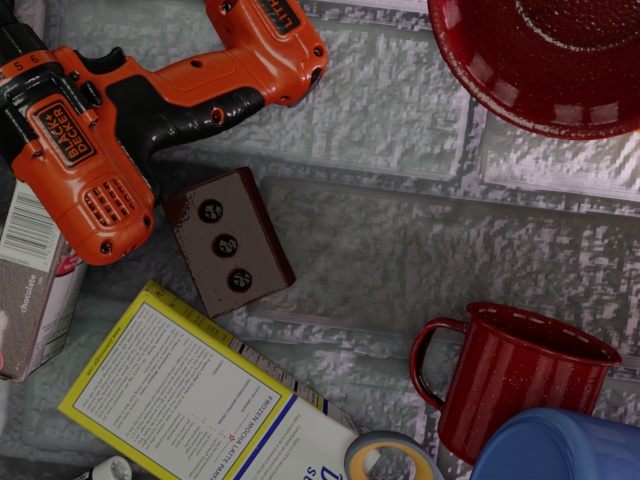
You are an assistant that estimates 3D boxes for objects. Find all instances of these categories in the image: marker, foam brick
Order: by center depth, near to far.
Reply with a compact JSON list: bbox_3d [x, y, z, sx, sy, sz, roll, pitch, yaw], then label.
[{"bbox_3d":[-0.054,0.001,0.640,0.053,0.051,0.078,-23,94,4],"label":"foam brick"},{"bbox_3d":[-0.164,0.162,0.656,0.121,0.020,0.020,-30,94,27],"label":"marker"}]

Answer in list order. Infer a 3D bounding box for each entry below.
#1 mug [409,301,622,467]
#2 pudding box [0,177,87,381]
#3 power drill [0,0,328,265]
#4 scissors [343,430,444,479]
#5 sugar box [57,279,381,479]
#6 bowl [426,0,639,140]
[{"bbox_3d":[0.107,0.086,0.627,0.117,0.093,0.081,20,101,17],"label":"mug"},{"bbox_3d":[-0.164,0.018,0.627,0.039,0.090,0.113,19,95,-2],"label":"pudding box"},{"bbox_3d":[-0.103,-0.103,0.588,0.187,0.057,0.184,-34,92,-26],"label":"power drill"},{"bbox_3d":[0.093,0.156,0.642,0.201,0.016,0.096,-2,105,-11],"label":"scissors"},{"bbox_3d":[-0.060,0.112,0.654,0.176,0.048,0.093,35,96,-5],"label":"sugar box"},{"bbox_3d":[0.140,-0.138,0.567,0.162,0.055,0.162,9,117,17],"label":"bowl"}]
